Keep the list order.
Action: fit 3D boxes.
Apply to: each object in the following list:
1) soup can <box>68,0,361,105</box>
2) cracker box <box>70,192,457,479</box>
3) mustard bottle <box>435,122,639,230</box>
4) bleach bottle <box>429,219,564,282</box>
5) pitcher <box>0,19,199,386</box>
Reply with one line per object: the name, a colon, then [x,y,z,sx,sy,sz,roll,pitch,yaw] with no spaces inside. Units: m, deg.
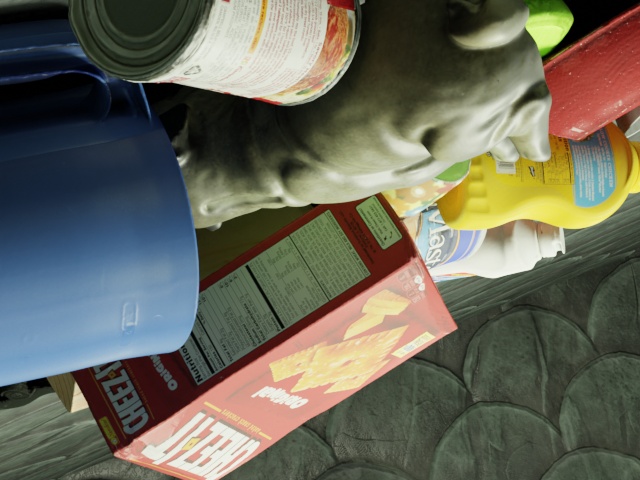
soup can: [-0.038,-0.089,0.409,0.069,0.068,0.102,-29,167,29]
cracker box: [-0.026,0.069,0.685,0.213,0.072,0.164,-33,156,1]
mustard bottle: [0.179,-0.057,0.816,0.191,0.096,0.058,-1,163,-21]
bleach bottle: [0.088,0.011,0.954,0.251,0.068,0.102,-7,169,18]
pitcher: [-0.182,0.003,0.450,0.242,0.149,0.145,-13,-179,-30]
